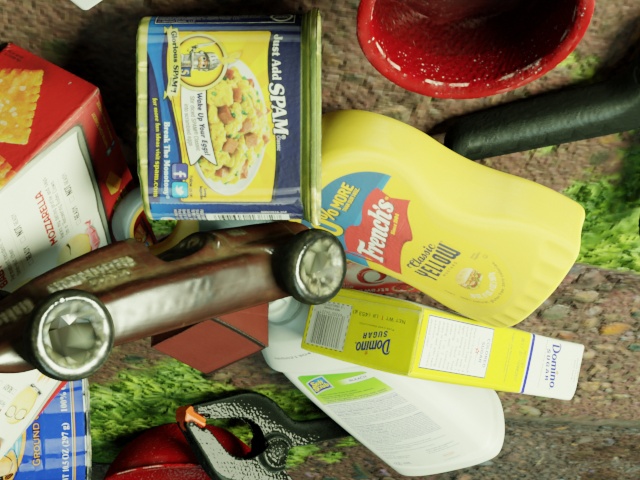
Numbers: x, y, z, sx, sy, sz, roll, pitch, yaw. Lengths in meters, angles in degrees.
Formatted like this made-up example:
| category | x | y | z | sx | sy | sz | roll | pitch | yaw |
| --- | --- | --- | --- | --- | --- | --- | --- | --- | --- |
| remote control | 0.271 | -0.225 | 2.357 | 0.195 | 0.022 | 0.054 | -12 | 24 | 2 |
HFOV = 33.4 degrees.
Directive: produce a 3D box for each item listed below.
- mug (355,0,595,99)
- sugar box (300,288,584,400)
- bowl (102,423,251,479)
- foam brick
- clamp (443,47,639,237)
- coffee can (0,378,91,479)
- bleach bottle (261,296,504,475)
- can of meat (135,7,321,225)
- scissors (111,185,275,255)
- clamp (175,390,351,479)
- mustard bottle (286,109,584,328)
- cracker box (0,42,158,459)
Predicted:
| category | x | y | z | sx | sy | sz | roll | pitch | yaw |
| --- | --- | --- | --- | --- | --- | --- | --- | --- | --- |
| mug | 0.062 | -0.112 | 0.449 | 0.093 | 0.081 | 0.117 | -9 | 145 | 10 |
| sugar box | 0.082 | 0.068 | 0.683 | 0.175 | 0.048 | 0.094 | 18 | 174 | -43 |
| bowl | -0.115 | 0.201 | 0.922 | 0.162 | 0.055 | 0.162 | -1 | 146 | -1 |
| foam brick | -0.068 | 0.033 | 0.661 | 0.053 | 0.078 | 0.051 | -28 | 138 | 29 |
| clamp | 0.176 | -0.073 | 0.552 | 0.164 | 0.036 | 0.210 | 16 | 144 | -21 |
| coffee can | -0.237 | 0.129 | 0.754 | 0.140 | 0.103 | 0.103 | -2 | 147 | -16 |
| bleach bottle | 0.037 | 0.091 | 0.765 | 0.103 | 0.068 | 0.250 | -20 | 140 | 24 |
| can of meat | -0.042 | -0.058 | 0.510 | 0.084 | 0.102 | 0.057 | 0 | -178 | 2 |
| scissors | -0.054 | 0.001 | 0.622 | 0.016 | 0.096 | 0.201 | 28 | 161 | 36 |
| clamp | -0.038 | 0.180 | 0.849 | 0.171 | 0.120 | 0.039 | 18 | 157 | -20 |
| mustard bottle | 0.038 | -0.021 | 0.579 | 0.191 | 0.058 | 0.096 | 25 | 145 | -7 |
| cracker box | -0.184 | 0.032 | 0.543 | 0.072 | 0.213 | 0.164 | 29 | 154 | 22 |
